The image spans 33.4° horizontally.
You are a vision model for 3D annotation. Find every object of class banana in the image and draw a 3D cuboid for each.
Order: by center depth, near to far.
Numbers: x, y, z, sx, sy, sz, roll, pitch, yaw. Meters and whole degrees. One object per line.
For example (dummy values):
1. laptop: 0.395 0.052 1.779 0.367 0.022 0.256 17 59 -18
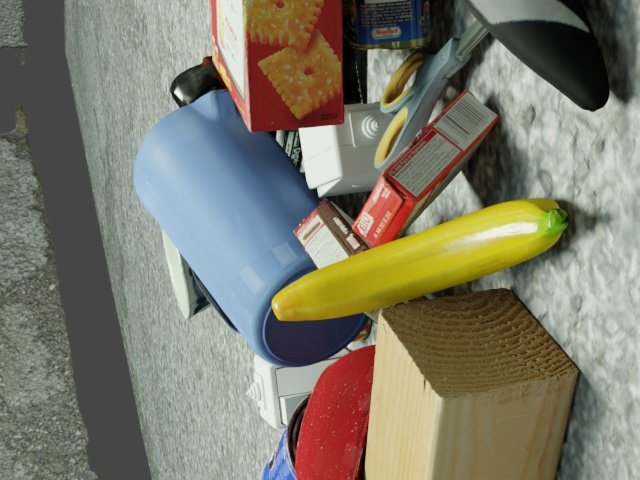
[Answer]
1. banana: 0.063 0.009 0.624 0.198 0.069 0.037 -22 73 33

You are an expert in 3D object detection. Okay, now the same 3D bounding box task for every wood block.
1. wood block: 0.085 0.143 0.669 0.091 0.090 0.206 -123 30 -52

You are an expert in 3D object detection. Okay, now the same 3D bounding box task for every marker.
1. marker: -0.029 -0.085 1.048 0.121 0.020 0.020 105 152 -52

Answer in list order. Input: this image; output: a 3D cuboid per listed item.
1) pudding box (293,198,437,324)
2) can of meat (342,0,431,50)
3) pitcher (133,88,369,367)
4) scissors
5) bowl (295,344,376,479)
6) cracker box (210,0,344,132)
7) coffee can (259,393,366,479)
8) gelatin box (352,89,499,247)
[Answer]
1. pudding box: 0.041 0.030 0.732 0.113 0.039 0.090 41 -175 -28
2. can of meat: 0.039 -0.174 0.703 0.102 0.057 0.084 -107 11 -70
3. pitcher: -0.056 0.001 0.884 0.149 0.145 0.243 47 -177 -44
4. scissors: 0.075 -0.096 0.664 0.202 0.016 0.096 165 123 -73
5. bowl: 0.022 0.142 0.782 0.162 0.055 0.162 13 -90 -75
6. cracker box: -0.033 -0.198 0.697 0.164 0.072 0.214 -118 25 -62
7. coffee can: 0.009 0.195 0.914 0.140 0.102 0.103 113 145 -59
8. gelatin box: 0.063 -0.042 0.658 0.030 0.089 0.073 42 154 7
